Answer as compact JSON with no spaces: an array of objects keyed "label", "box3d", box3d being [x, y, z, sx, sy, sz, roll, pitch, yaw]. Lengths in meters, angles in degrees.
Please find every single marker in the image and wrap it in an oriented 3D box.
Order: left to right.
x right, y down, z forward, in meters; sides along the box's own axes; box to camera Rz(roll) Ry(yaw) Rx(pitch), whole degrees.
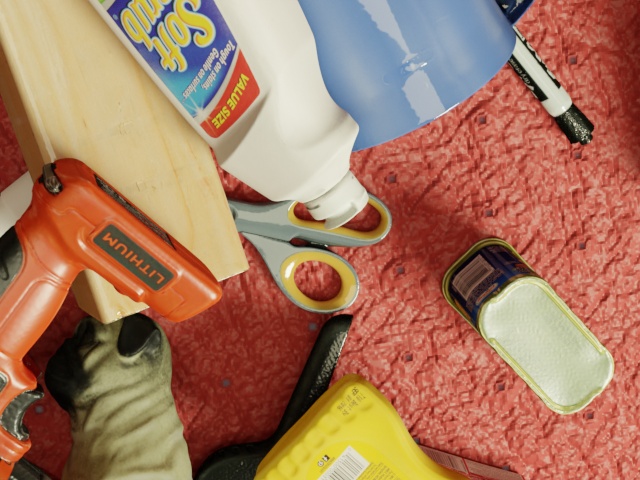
[{"label":"marker","box3d":[0.135,-0.108,0.680,0.020,0.020,0.121,-41,105,4]}]

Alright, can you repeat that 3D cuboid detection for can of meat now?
[{"label":"can of meat","box3d":[0.133,0.055,0.687,0.057,0.084,0.102,-43,104,5]}]

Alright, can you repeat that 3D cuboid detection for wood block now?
[{"label":"wood block","box3d":[-0.124,-0.068,0.605,0.090,0.091,0.206,-21,100,-19]}]

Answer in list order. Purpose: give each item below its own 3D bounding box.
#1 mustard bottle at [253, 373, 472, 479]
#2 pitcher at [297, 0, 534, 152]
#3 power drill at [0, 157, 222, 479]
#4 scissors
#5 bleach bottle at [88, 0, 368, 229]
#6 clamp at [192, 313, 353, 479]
[{"label":"mustard bottle","box3d":[0.057,0.179,0.662,0.191,0.058,0.096,43,93,-1]},{"label":"pitcher","box3d":[0.007,-0.184,0.574,0.145,0.149,0.242,-9,121,42]},{"label":"power drill","box3d":[-0.139,0.068,0.535,0.187,0.057,0.184,-47,115,-1]},{"label":"scissors","box3d":[-0.055,0.001,0.688,0.201,0.016,0.096,0,104,-6]},{"label":"bleach bottle","box3d":[-0.052,-0.113,0.529,0.103,0.068,0.250,-23,112,39]},{"label":"clamp","box3d":[-0.011,0.172,0.714,0.210,0.036,0.164,-40,90,9]}]
